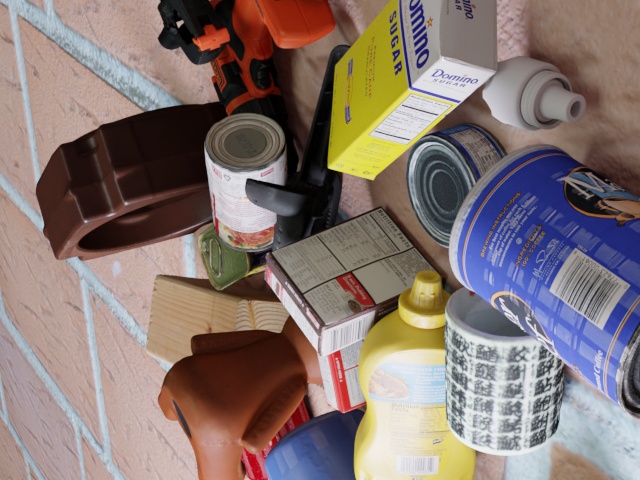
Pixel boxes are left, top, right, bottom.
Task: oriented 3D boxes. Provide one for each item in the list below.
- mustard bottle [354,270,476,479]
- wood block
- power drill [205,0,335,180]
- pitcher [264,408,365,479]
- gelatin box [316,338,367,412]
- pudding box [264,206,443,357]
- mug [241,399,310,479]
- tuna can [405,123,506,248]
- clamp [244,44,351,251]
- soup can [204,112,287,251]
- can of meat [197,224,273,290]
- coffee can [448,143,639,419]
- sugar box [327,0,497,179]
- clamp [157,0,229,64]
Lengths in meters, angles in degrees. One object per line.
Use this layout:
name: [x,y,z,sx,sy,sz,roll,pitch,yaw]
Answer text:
mustard bottle: [0.076,0.108,0.817,0.058,0.096,0.192,-86,-3,-60]
wood block: [-0.097,0.093,1.096,0.206,0.090,0.091,10,93,59]
power drill: [-0.047,-0.158,0.905,0.184,0.057,0.188,67,156,12]
pitcher: [0.044,0.270,0.929,0.149,0.144,0.243,-54,55,40]
gelatin box: [0.042,0.090,0.871,0.030,0.089,0.073,12,116,60]
pudding box: [0.026,0.030,0.840,0.090,0.113,0.039,51,151,34]
mug: [-0.048,0.197,1.087,0.117,0.093,0.081,-146,37,-78]
tuna can: [0.098,-0.038,0.756,0.086,0.033,0.086,38,137,46]
clamp: [-0.006,-0.048,0.880,0.036,0.164,0.210,22,154,16]
soup can: [-0.061,-0.049,0.899,0.069,0.068,0.102,51,157,34]
can of meat: [-0.057,0.001,1.001,0.102,0.083,0.057,-30,79,61]
coffee can: [0.157,0.020,0.611,0.140,0.102,0.103,41,139,43]
sugar box: [0.059,-0.119,0.733,0.176,0.048,0.093,135,142,-61]
clamp: [-0.123,-0.197,0.949,0.172,0.039,0.120,55,168,43]
